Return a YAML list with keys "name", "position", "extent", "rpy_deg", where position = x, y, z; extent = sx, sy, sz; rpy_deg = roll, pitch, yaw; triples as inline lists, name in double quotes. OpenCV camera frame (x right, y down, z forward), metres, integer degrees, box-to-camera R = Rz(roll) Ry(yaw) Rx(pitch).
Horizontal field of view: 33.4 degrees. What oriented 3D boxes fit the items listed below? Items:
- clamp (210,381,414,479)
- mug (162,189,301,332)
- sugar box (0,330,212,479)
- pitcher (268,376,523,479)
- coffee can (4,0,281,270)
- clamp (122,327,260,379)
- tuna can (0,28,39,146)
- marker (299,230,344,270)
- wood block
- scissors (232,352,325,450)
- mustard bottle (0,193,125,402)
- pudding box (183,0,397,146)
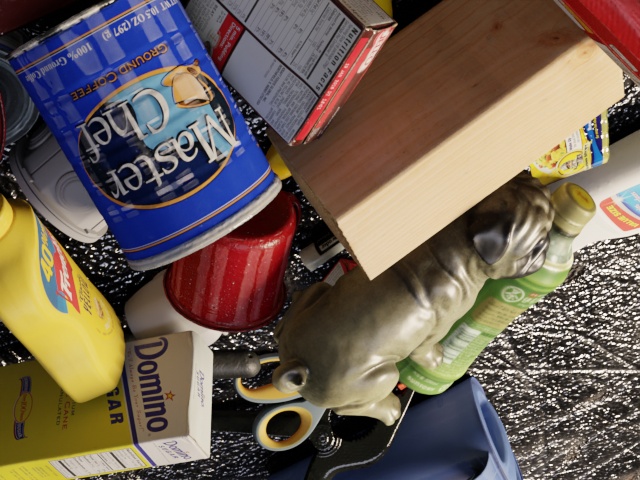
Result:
- name: "clamp"
  position: [0.002, 0.191, 0.982]
  extent: [0.210, 0.164, 0.036]
  rpy_deg: [-26, -179, -2]
- name: "mug"
  position: [-0.055, 0.001, 0.776]
  extent: [0.117, 0.093, 0.082]
  rpy_deg: [-29, 145, -40]
- name: "sugar box"
  position: [-0.171, 0.128, 0.805]
  extent: [0.176, 0.093, 0.048]
  rpy_deg: [-14, 141, 13]
- name: "pitcher"
  position: [0.070, 0.241, 1.044]
  extent: [0.243, 0.145, 0.149]
  rpy_deg: [-25, 142, 12]
- name: "coffee can"
  position: [-0.100, -0.068, 0.615]
  extent: [0.103, 0.103, 0.140]
  rpy_deg: [-26, 105, 9]
- name: "clamp"
  position: [-0.137, 0.106, 0.887]
  extent: [0.120, 0.039, 0.171]
  rpy_deg: [-39, 135, 23]
- name: "tuna can"
  position: [-0.211, -0.094, 0.643]
  extent: [0.086, 0.034, 0.086]
  rpy_deg: [-11, 139, -10]
- name: "marker"
  position: [0.036, -0.015, 0.835]
  extent: [0.121, 0.020, 0.020]
  rpy_deg: [-34, 137, 17]
- name: "wood block"
  position: [0.081, -0.082, 0.681]
  extent: [0.206, 0.090, 0.090]
  rpy_deg: [-36, 148, -1]
- name: "scissors"
  position: [0.021, 0.141, 0.957]
  extent: [0.201, 0.016, 0.096]
  rpy_deg: [2, 96, -10]
- name: "mustard bottle"
  position: [-0.199, 0.027, 0.734]
  extent: [0.058, 0.096, 0.191]
  rpy_deg: [-21, 139, 3]
- name: "pudding box"
  position: [-0.023, -0.125, 0.621]
  extent: [0.039, 0.113, 0.090]
  rpy_deg: [-25, 156, -53]
